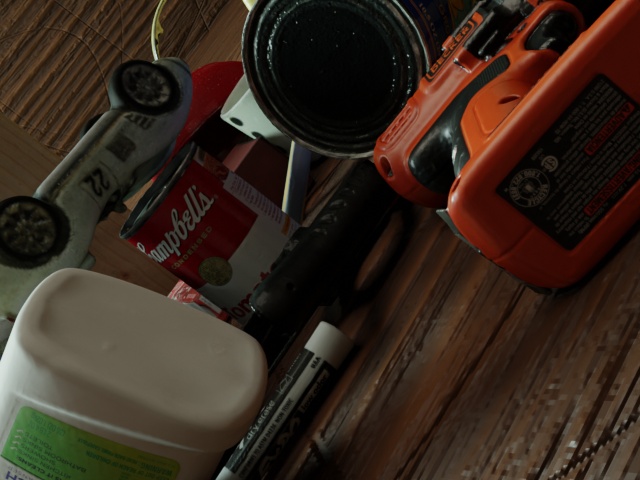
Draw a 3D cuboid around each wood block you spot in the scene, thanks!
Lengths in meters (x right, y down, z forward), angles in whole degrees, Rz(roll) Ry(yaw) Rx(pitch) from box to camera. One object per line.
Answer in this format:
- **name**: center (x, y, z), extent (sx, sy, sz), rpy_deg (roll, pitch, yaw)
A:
- **wood block**: center (-0.201, 0.000, 0.849), extent (0.090, 0.206, 0.091), rpy_deg (-56, 15, -14)

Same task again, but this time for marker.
- **marker**: center (-0.025, 0.091, 0.479), extent (0.121, 0.020, 0.020), rpy_deg (-55, 15, -11)

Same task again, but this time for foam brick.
- **foam brick**: center (-0.048, -0.038, 0.783), extent (0.051, 0.053, 0.078), rpy_deg (-55, 14, -10)

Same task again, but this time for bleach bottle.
- **bleach bottle**: center (-0.113, 0.135, 0.471), extent (0.068, 0.102, 0.251), rpy_deg (-73, 7, -59)

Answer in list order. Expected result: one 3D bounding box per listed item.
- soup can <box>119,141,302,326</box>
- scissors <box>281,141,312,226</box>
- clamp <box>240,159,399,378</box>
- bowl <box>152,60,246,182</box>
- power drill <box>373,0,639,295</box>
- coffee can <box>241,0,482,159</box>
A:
- **soup can**: center (-0.054, 0.001, 0.611), extent (0.069, 0.102, 0.068), rpy_deg (-47, 15, 17)
- **scissors**: center (-0.006, -0.096, 0.700), extent (0.096, 0.016, 0.202), rpy_deg (153, 126, -87)
- **clamp**: center (-0.002, 0.012, 0.513), extent (0.171, 0.039, 0.120), rpy_deg (-57, 4, -33)
- **bowl**: center (-0.098, -0.102, 0.925), extent (0.162, 0.055, 0.162), rpy_deg (-43, -10, -10)
- **power drill**: center (0.097, -0.071, 0.421), extent (0.184, 0.057, 0.187), rpy_deg (-52, 12, 14)
- **coffee can**: center (0.032, -0.120, 0.584), extent (0.103, 0.103, 0.140), rpy_deg (-40, 7, 38)
